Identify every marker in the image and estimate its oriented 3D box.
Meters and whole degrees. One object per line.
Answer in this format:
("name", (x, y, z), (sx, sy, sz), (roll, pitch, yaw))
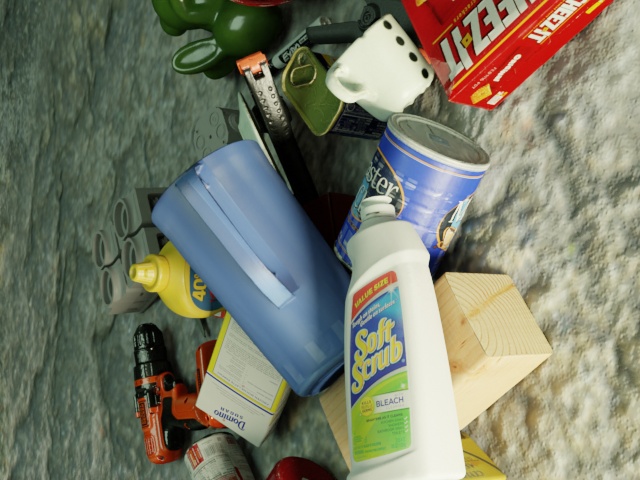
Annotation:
("marker", (-0.031, -0.220, 1.228), (0.121, 0.020, 0.020), (-31, 64, 45))

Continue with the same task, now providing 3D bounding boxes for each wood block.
("wood block", (0.101, 0.126, 0.992), (0.206, 0.090, 0.090), (-49, 52, 36))

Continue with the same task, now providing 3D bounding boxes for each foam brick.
("foam brick", (0.017, -0.005, 1.131), (0.053, 0.051, 0.078), (-24, 69, 48))

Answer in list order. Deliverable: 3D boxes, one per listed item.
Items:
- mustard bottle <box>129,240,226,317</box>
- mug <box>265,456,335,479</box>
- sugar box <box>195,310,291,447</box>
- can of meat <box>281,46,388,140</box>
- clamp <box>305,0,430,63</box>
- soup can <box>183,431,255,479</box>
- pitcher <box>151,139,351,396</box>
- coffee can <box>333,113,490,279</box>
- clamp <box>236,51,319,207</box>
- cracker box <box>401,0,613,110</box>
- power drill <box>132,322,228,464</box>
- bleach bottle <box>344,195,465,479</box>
("mustard bottle", (-0.126, 0.038, 1.188), (0.058, 0.191, 0.096), (-1, 86, 50))
("mug", (-0.029, 0.281, 1.148), (0.082, 0.093, 0.117), (-60, 10, 21))
("sugar box", (-0.074, 0.142, 1.175), (0.093, 0.048, 0.176), (32, 134, 11))
("can of meat", (0.021, -0.151, 1.112), (0.058, 0.083, 0.102), (-58, 48, 29))
("clamp", (0.051, -0.223, 1.115), (0.120, 0.039, 0.172), (-57, 48, 30))
("soup can", (-0.112, 0.284, 1.251), (0.069, 0.068, 0.102), (-55, 49, 32))
("pitcher", (-0.050, 0.028, 1.043), (0.243, 0.149, 0.145), (52, 138, 14))
("coffee can", (0.085, -0.035, 1.012), (0.103, 0.102, 0.140), (45, 120, 42))
("clamp", (-0.054, -0.140, 1.150), (0.036, 0.210, 0.165), (-24, 55, -1))
("cracker box", (0.148, -0.255, 0.978), (0.164, 0.071, 0.214), (-43, 57, 40))
("power drill", (-0.172, 0.179, 1.340), (0.188, 0.057, 0.184), (-25, 73, 49))
("bleach bottle", (0.058, 0.086, 0.925), (0.103, 0.067, 0.251), (-22, 68, 39))
